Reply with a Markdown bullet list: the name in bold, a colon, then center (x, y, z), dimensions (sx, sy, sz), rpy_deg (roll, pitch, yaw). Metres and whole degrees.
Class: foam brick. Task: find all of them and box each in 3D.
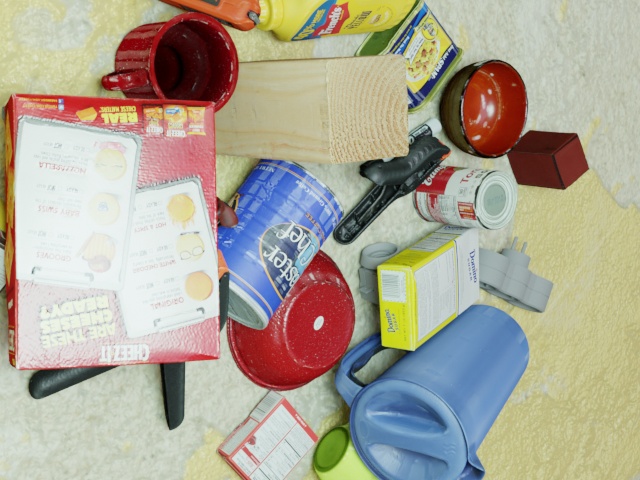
- **foam brick**: center (0.276, -0.099, 1.303), dimensions (0.053, 0.078, 0.051), rpy_deg (-38, 118, -25)

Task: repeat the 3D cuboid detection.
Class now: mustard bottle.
- **mustard bottle**: center (0.003, -0.237, 1.061), dimensions (0.191, 0.096, 0.058), rpy_deg (-15, 77, -34)

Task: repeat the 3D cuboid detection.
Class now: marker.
- **marker**: center (0.089, -0.102, 1.194), dimensions (0.121, 0.020, 0.020), rpy_deg (-35, 116, -29)

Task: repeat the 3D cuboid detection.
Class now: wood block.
- **wood block**: center (-0.021, -0.123, 0.987), dimensions (0.090, 0.206, 0.090), rpy_deg (-11, 103, -36)

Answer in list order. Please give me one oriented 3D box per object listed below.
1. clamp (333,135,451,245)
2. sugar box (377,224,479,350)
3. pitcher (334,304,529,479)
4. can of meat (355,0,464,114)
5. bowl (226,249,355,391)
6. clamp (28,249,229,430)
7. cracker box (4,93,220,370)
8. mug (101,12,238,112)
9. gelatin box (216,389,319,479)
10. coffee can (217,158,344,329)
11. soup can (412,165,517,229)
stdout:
- **clamp**: center (0.085, -0.072, 1.152), dimensions (0.039, 0.120, 0.171), rpy_deg (44, 60, 8)
- **sugar box**: center (0.123, 0.047, 1.180), dimensions (0.175, 0.048, 0.093), rpy_deg (-28, 119, -57)
- **pitcher**: center (0.133, 0.156, 1.170), dimensions (0.242, 0.145, 0.149), rpy_deg (-35, 107, -55)
- **can of meat**: center (0.096, -0.202, 1.163), dimensions (0.084, 0.058, 0.102), rpy_deg (47, 68, -30)
- **bowl**: center (-0.017, 0.084, 1.118), dimensions (0.161, 0.055, 0.162), rpy_deg (-6, 100, -37)
- **clamp**: center (-0.157, 0.089, 0.968), dimensions (0.164, 0.036, 0.210), rpy_deg (14, 122, -35)
- **cracker box**: center (-0.170, -0.007, 0.868), dimensions (0.164, 0.072, 0.214), rpy_deg (-1, 87, -21)
- **mug**: center (-0.144, -0.154, 0.968), dimensions (0.117, 0.082, 0.093), rpy_deg (-25, 111, -33)
- **gelatin box**: center (-0.055, 0.214, 1.121), dimensions (0.089, 0.030, 0.073), rpy_deg (-46, 121, -16)
- **coffee can**: center (-0.057, 0.001, 1.044), dimensions (0.102, 0.103, 0.140), rpy_deg (48, 68, -32)
- **soup can**: center (0.163, -0.049, 1.206), dimensions (0.068, 0.102, 0.068), rpy_deg (-6, 100, -37)
